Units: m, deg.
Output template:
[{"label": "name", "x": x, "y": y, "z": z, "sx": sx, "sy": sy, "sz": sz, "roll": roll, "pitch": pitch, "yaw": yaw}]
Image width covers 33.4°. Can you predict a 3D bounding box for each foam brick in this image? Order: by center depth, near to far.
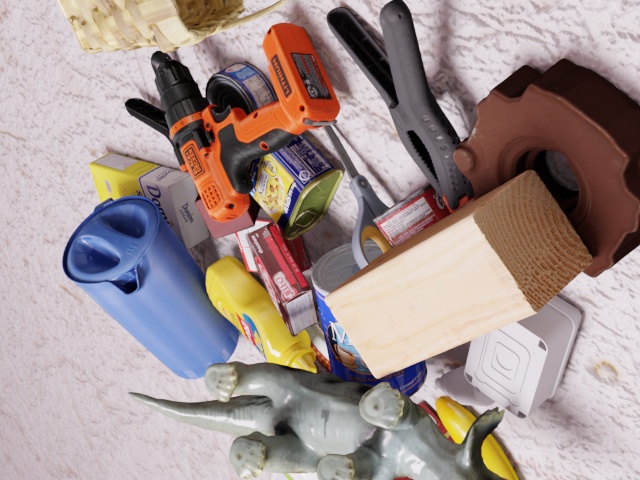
[{"label": "foam brick", "x": -0.100, "y": -0.046, "z": 1.188, "sx": 0.053, "sy": 0.078, "sz": 0.051, "roll": -19, "pitch": 114, "yaw": 15}]

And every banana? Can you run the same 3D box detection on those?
[{"label": "banana", "x": 0.180, "y": 0.254, "z": 1.138, "sx": 0.070, "sy": 0.037, "sz": 0.198, "roll": -8, "pitch": 111, "yaw": 51}]

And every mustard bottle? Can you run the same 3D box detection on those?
[{"label": "mustard bottle", "x": -0.063, "y": 0.101, "z": 1.260, "sx": 0.192, "sy": 0.058, "sz": 0.096, "roll": 42, "pitch": 158, "yaw": 42}]

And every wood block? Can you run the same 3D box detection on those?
[{"label": "wood block", "x": 0.108, "y": 0.033, "z": 0.886, "sx": 0.090, "sy": 0.090, "sz": 0.207, "roll": 56, "pitch": 142, "yaw": -1}]

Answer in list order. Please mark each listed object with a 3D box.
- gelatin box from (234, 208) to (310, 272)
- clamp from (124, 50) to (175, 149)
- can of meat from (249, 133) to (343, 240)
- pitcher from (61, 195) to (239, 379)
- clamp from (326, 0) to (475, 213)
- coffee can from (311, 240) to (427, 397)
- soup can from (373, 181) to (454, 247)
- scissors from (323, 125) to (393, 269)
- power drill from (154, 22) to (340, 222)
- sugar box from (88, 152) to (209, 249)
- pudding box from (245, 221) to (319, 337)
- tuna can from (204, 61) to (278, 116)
[{"label": "gelatin box", "x": -0.058, "y": 0.002, "z": 1.233, "sx": 0.089, "sy": 0.030, "sz": 0.073, "roll": 6, "pitch": 122, "yaw": 46}, {"label": "clamp", "x": -0.156, "y": -0.136, "z": 1.235, "sx": 0.171, "sy": 0.039, "sz": 0.120, "roll": 43, "pitch": 149, "yaw": 8}, {"label": "can of meat", "x": -0.033, "y": -0.064, "z": 1.124, "sx": 0.084, "sy": 0.057, "sz": 0.102, "roll": 48, "pitch": 145, "yaw": 17}, {"label": "pitcher", "x": -0.203, "y": 0.061, "z": 1.335, "sx": 0.145, "sy": 0.149, "sz": 0.242, "roll": 2, "pitch": 143, "yaw": 32}, {"label": "clamp", "x": 0.076, "y": -0.122, "z": 0.940, "sx": 0.210, "sy": 0.036, "sz": 0.165, "roll": 61, "pitch": 171, "yaw": -23}, {"label": "coffee can", "x": 0.052, "y": 0.085, "z": 1.100, "sx": 0.103, "sy": 0.102, "sz": 0.140, "roll": 21, "pitch": 133, "yaw": 41}, {"label": "soup can", "x": 0.105, "y": 0.004, "z": 0.998, "sx": 0.102, "sy": 0.068, "sz": 0.069, "roll": 56, "pitch": 146, "yaw": -1}, {"label": "scissors", "x": 0.032, "y": -0.040, "z": 1.037, "sx": 0.202, "sy": 0.096, "sz": 0.016, "roll": 50, "pitch": 136, "yaw": 4}, {"label": "power drill", "x": -0.079, "y": -0.135, "z": 1.065, "sx": 0.188, "sy": 0.057, "sz": 0.184, "roll": -34, "pitch": 76, "yaw": 38}, {"label": "sugar box", "x": -0.224, "y": -0.053, "z": 1.381, "sx": 0.177, "sy": 0.048, "sz": 0.093, "roll": 18, "pitch": 131, "yaw": 44}, {"label": "pudding box", "x": -0.040, "y": 0.042, "z": 1.134, "sx": 0.090, "sy": 0.039, "sz": 0.113, "roll": 61, "pitch": 175, "yaw": 22}, {"label": "tuna can", "x": -0.084, "y": -0.145, "z": 1.141, "sx": 0.086, "sy": 0.033, "sz": 0.086, "roll": 32, "pitch": 139, "yaw": 32}]
